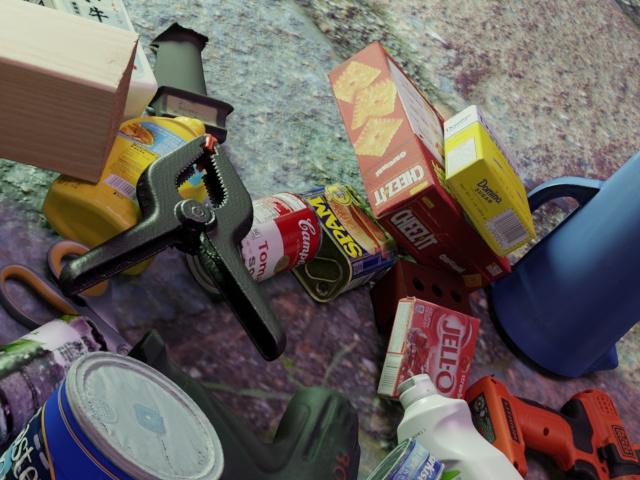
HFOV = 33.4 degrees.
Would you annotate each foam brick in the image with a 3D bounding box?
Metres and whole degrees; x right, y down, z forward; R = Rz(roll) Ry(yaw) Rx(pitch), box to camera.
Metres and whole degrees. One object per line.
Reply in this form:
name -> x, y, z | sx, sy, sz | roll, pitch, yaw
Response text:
foam brick -> 0.094, 0.060, 0.986 | 0.078, 0.051, 0.053 | 17, 44, -28

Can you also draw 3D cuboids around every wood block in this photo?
wood block -> -0.252, -0.128, 0.807 | 0.206, 0.091, 0.090 | 15, 39, -7

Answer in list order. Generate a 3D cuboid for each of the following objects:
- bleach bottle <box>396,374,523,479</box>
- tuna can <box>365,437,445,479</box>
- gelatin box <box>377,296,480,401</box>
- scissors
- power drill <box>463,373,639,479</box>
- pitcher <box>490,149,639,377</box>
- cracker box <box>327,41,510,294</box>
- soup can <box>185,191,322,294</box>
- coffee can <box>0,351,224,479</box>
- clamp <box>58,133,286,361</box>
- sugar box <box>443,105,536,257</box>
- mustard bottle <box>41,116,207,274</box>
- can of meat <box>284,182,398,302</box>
bleach bottle -> 0.130, 0.213, 0.820 | 0.067, 0.103, 0.251 | 3, 51, -45
tuna can -> 0.052, 0.188, 0.794 | 0.034, 0.086, 0.086 | 42, 37, 4
gelatin box -> 0.095, 0.101, 0.928 | 0.073, 0.030, 0.089 | 19, 79, -26
scissors -> -0.147, 0.069, 0.800 | 0.201, 0.016, 0.096 | 33, 43, -9
power drill -> 0.214, 0.201, 0.944 | 0.187, 0.057, 0.184 | 19, 38, -29
pitcher -> 0.279, 0.007, 1.038 | 0.149, 0.243, 0.145 | 12, 42, -32
cracker box -> 0.094, -0.068, 1.048 | 0.164, 0.072, 0.214 | 42, 25, -43
soup can -> -0.056, 0.001, 0.904 | 0.102, 0.069, 0.068 | -21, 67, -48
coffee can -> -0.137, 0.148, 0.607 | 0.102, 0.140, 0.103 | 37, 16, -12
clamp -> -0.089, -0.003, 0.806 | 0.164, 0.036, 0.210 | 25, 39, -10
sugar box -> 0.159, -0.062, 1.017 | 0.093, 0.048, 0.176 | 53, 20, -16
mustard bottle -> -0.144, -0.054, 0.893 | 0.096, 0.058, 0.191 | 33, 38, 0
can of meat -> 0.011, -0.001, 0.975 | 0.083, 0.058, 0.102 | -18, 66, -51
